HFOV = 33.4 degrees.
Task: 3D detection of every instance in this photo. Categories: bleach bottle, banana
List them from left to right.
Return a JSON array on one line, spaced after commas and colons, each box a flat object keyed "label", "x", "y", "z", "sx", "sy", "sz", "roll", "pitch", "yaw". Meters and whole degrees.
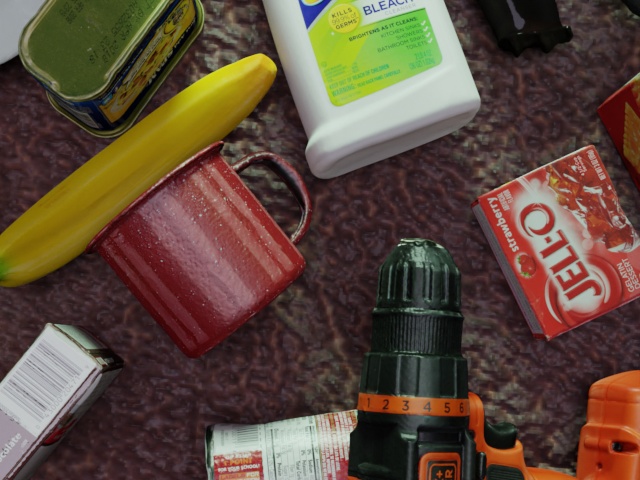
[{"label": "banana", "x": -0.105, "y": -0.032, "z": 0.575, "sx": 0.197, "sy": 0.070, "sz": 0.037, "roll": -41, "pitch": 109, "yaw": -14}, {"label": "bleach bottle", "x": -0.001, "y": -0.168, "z": 0.594, "sx": 0.102, "sy": 0.068, "sz": 0.251, "roll": -21, "pitch": 84, "yaw": -5}]

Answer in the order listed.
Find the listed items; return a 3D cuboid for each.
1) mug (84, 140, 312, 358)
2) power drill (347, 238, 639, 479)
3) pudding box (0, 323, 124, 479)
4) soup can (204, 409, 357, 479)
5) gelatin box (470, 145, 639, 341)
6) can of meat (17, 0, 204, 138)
[{"label": "mug", "x": -0.054, "y": 0.001, "z": 0.567, "sx": 0.117, "sy": 0.093, "sz": 0.081, "roll": -40, "pitch": 92, "yaw": -23}, {"label": "power drill", "x": 0.099, "y": 0.098, "z": 0.535, "sx": 0.187, "sy": 0.057, "sz": 0.184, "roll": 7, "pitch": 84, "yaw": -30}, {"label": "pudding box", "x": -0.154, "y": 0.096, "z": 0.550, "sx": 0.039, "sy": 0.090, "sz": 0.113, "roll": 41, "pitch": 84, "yaw": 0}, {"label": "soup can", "x": -0.007, "y": 0.125, "z": 0.563, "sx": 0.102, "sy": 0.068, "sz": 0.068, "roll": -6, "pitch": 85, "yaw": -2}, {"label": "gelatin box", "x": 0.137, "y": 0.002, "z": 0.598, "sx": 0.073, "sy": 0.030, "sz": 0.089, "roll": -25, "pitch": 86, "yaw": -4}, {"label": "can of meat", "x": -0.110, "y": -0.112, "z": 0.573, "sx": 0.057, "sy": 0.084, "sz": 0.102, "roll": 35, "pitch": 85, "yaw": 1}]
